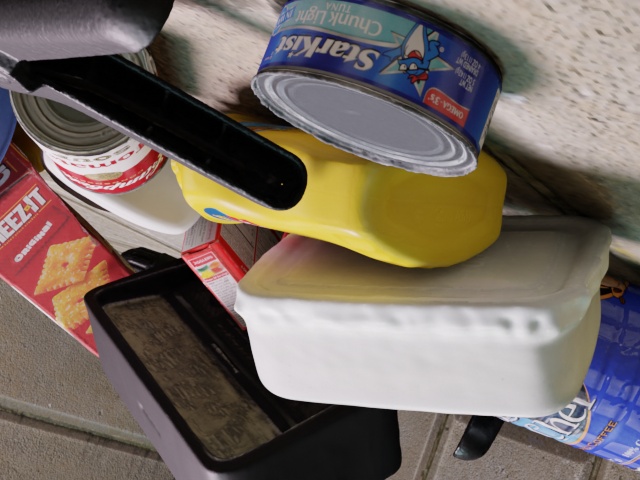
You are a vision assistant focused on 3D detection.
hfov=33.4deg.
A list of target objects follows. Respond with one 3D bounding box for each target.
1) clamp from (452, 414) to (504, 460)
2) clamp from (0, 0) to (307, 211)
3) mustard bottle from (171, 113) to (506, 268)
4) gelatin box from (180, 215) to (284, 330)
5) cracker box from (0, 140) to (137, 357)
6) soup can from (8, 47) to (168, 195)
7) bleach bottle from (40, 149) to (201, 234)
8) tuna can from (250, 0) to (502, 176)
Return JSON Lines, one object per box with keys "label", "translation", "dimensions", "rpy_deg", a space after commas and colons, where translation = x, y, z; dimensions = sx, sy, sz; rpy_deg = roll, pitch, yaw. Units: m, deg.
{"label": "clamp", "translation": [0.102, 0.085, 0.703], "dimensions": [0.171, 0.039, 0.120], "rpy_deg": [-2, -139, -50]}
{"label": "clamp", "translation": [-0.110, -0.078, 0.388], "dimensions": [0.210, 0.036, 0.164], "rpy_deg": [23, 169, 13]}
{"label": "mustard bottle", "translation": [-0.012, -0.030, 0.520], "dimensions": [0.096, 0.058, 0.192], "rpy_deg": [-2, -170, -43]}
{"label": "gelatin box", "translation": [-0.054, 0.001, 0.683], "dimensions": [0.030, 0.089, 0.073], "rpy_deg": [-21, 127, 19]}
{"label": "cracker box", "translation": [-0.223, -0.021, 0.770], "dimensions": [0.164, 0.072, 0.213], "rpy_deg": [40, 169, 29]}
{"label": "soup can", "translation": [-0.109, -0.064, 0.524], "dimensions": [0.068, 0.068, 0.102], "rpy_deg": [21, 172, -1]}
{"label": "bleach bottle", "translation": [-0.147, -0.054, 0.712], "dimensions": [0.102, 0.068, 0.251], "rpy_deg": [32, 172, -21]}
{"label": "tuna can", "translation": [0.021, -0.055, 0.382], "dimensions": [0.086, 0.034, 0.086], "rpy_deg": [20, 172, 3]}
